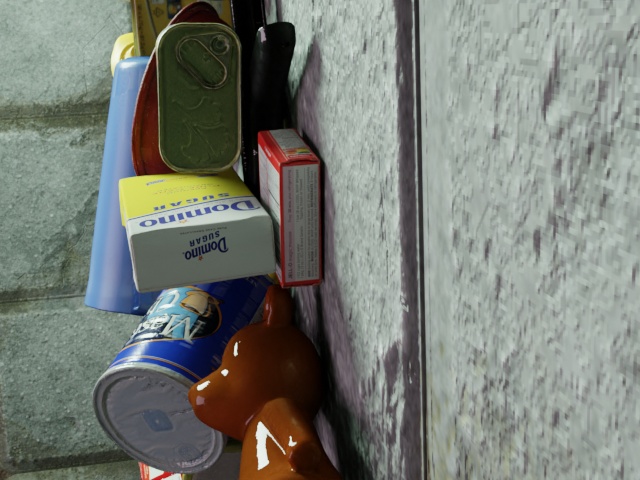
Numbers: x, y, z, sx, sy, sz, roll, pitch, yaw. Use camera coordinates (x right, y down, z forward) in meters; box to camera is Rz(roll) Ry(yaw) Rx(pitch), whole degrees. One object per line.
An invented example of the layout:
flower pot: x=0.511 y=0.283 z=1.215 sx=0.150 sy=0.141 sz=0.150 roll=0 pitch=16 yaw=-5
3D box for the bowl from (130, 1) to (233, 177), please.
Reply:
bowl: x=-0.092 y=-0.110 z=0.873 sx=0.162 sy=0.055 sz=0.162 roll=19 pitch=-90 yaw=-78

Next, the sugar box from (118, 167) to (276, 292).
sugar box: x=-0.092 y=-0.014 z=0.757 sx=0.176 sy=0.093 sz=0.048 roll=-137 pitch=40 yaw=-72

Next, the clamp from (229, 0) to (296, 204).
clamp: x=-0.043 y=-0.100 z=0.776 sx=0.164 sy=0.036 sz=0.210 roll=-112 pitch=18 yaw=-57

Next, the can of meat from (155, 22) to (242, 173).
can of meat: x=-0.089 y=-0.105 z=0.764 sx=0.084 sy=0.057 sz=0.102 roll=-128 pitch=37 yaw=-73

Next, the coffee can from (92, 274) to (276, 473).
coffee can: x=-0.094 y=0.090 z=0.806 sx=0.140 sy=0.103 sz=0.103 roll=-61 pitch=-19 yaw=-50

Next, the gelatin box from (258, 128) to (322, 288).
gelatin box: x=-0.020 y=-0.022 z=0.713 sx=0.073 sy=0.030 sz=0.089 roll=-122 pitch=28 yaw=-64

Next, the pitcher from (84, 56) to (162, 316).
pitcher: x=-0.149 y=-0.048 z=1.011 sx=0.149 sy=0.144 sz=0.243 roll=7 pitch=95 yaw=40

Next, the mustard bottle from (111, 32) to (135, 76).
mustard bottle: x=-0.199 y=-0.176 z=1.178 sx=0.192 sy=0.058 sz=0.096 roll=131 pitch=130 yaw=-78
